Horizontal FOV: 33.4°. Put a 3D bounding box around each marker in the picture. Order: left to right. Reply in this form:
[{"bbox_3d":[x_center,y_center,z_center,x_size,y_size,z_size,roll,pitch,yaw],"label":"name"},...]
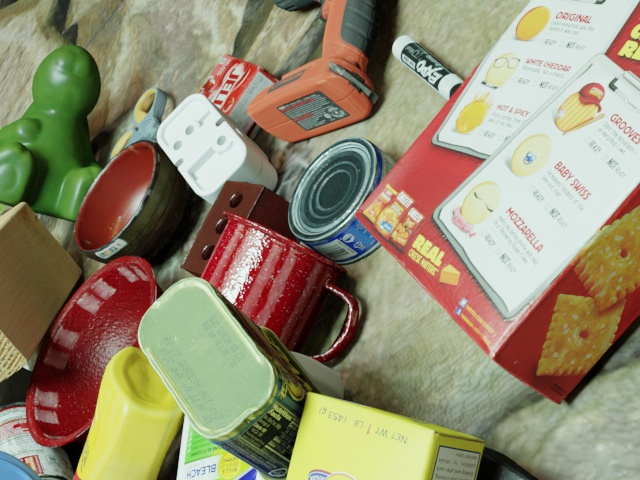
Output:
[{"bbox_3d":[0.083,-0.115,0.748,0.020,0.020,0.121,-49,35,10],"label":"marker"}]

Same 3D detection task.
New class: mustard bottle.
[{"bbox_3d":[-0.145,0.175,0.724,0.096,0.058,0.192,-118,47,-68],"label":"mustard bottle"}]

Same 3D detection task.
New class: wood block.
[{"bbox_3d":[-0.286,0.053,0.916,0.090,0.091,0.206,-35,15,10],"label":"wood block"}]

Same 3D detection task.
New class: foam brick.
[{"bbox_3d":[-0.055,0.001,0.791,0.053,0.051,0.078,11,71,53],"label":"foam brick"}]

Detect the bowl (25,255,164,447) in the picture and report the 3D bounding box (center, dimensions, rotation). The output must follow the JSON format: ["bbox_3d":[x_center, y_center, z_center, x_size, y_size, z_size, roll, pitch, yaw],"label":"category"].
[{"bbox_3d":[-0.161,0.095,0.835,0.162,0.055,0.162,-33,39,31],"label":"bowl"}]

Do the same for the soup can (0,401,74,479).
[{"bbox_3d":[-0.231,0.183,0.839,0.068,0.068,0.102,-52,35,6],"label":"soup can"}]

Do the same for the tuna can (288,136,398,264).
[{"bbox_3d":[0.018,-0.029,0.742,0.086,0.033,0.086,-31,42,32],"label":"tuna can"}]

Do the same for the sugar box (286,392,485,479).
[{"bbox_3d":[0.014,0.170,0.519,0.094,0.048,0.176,7,79,49],"label":"sugar box"}]

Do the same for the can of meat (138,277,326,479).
[{"bbox_3d":[-0.046,0.077,0.584,0.057,0.083,0.102,-42,54,0],"label":"can of meat"}]

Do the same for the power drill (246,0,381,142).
[{"bbox_3d":[0.002,-0.174,0.860,0.185,0.057,0.187,-14,53,49],"label":"power drill"}]

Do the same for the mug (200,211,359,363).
[{"bbox_3d":[-0.030,0.042,0.709,0.117,0.093,0.081,24,86,19],"label":"mug"}]

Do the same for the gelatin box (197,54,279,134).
[{"bbox_3d":[-0.084,-0.117,0.940,0.089,0.030,0.073,-57,34,-1],"label":"gelatin box"}]

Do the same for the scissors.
[{"bbox_3d":[-0.167,-0.089,1.005,0.096,0.016,0.202,-53,24,15],"label":"scissors"}]

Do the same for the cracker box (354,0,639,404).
[{"bbox_3d":[0.138,-0.044,0.579,0.214,0.072,0.164,-50,35,7],"label":"cracker box"}]
